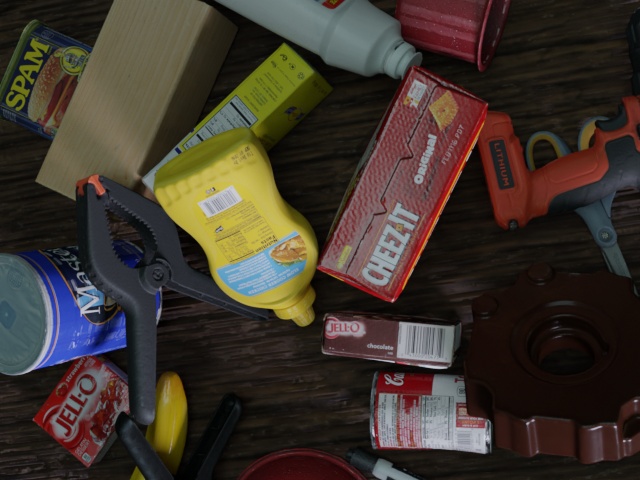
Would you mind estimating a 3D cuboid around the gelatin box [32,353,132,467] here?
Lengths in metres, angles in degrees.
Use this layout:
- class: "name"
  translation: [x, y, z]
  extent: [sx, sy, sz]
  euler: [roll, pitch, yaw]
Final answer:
- class: "gelatin box"
  translation: [-0.218, 0.157, 1.011]
  extent: [0.073, 0.030, 0.089]
  euler: [38, 95, 11]

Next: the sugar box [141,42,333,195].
- class: "sugar box"
  translation: [-0.072, -0.096, 0.959]
  extent: [0.176, 0.093, 0.048]
  euler: [-45, 80, 8]

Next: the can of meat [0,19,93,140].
- class: "can of meat"
  translation: [-0.250, -0.146, 1.017]
  extent: [0.084, 0.057, 0.102]
  euler: [25, 93, 9]

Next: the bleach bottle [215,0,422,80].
- class: "bleach bottle"
  translation: [-0.017, -0.211, 0.928]
  extent: [0.251, 0.102, 0.068]
  euler: [34, 127, 20]

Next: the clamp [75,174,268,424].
- class: "clamp"
  translation: [-0.151, 0.041, 0.919]
  extent: [0.210, 0.036, 0.164]
  euler: [53, 55, -18]

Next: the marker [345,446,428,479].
- class: "marker"
  translation: [0.079, 0.215, 0.953]
  extent: [0.121, 0.020, 0.020]
  euler: [24, 93, 12]

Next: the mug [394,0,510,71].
- class: "mug"
  translation: [0.114, -0.208, 0.917]
  extent: [0.081, 0.117, 0.093]
  euler: [18, 60, 16]

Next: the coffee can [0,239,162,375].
- class: "coffee can"
  translation: [-0.225, 0.056, 0.947]
  extent: [0.103, 0.140, 0.103]
  euler: [4, 97, 33]

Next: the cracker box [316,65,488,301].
- class: "cracker box"
  translation: [0.062, -0.042, 0.867]
  extent: [0.072, 0.213, 0.164]
  euler: [25, 92, 0]

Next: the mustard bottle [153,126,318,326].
- class: "mustard bottle"
  translation: [-0.056, 0.001, 0.920]
  extent: [0.096, 0.058, 0.191]
  euler: [-27, 118, 9]

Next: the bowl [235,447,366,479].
- class: "bowl"
  translation: [-0.021, 0.270, 0.954]
  extent: [0.162, 0.055, 0.162]
  euler: [0, 88, 12]

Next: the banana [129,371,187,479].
- class: "banana"
  translation: [-0.166, 0.218, 0.982]
  extent: [0.037, 0.069, 0.198]
  euler: [24, 81, 43]

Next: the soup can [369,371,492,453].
- class: "soup can"
  translation: [0.098, 0.150, 0.927]
  extent: [0.102, 0.068, 0.068]
  euler: [1, 88, 11]

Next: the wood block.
- class: "wood block"
  translation: [-0.166, -0.127, 0.982]
  extent: [0.091, 0.090, 0.206]
  euler: [25, 93, 12]

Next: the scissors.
- class: "scissors"
  translation: [0.258, -0.022, 0.926]
  extent: [0.096, 0.016, 0.202]
  euler: [-38, 81, 8]

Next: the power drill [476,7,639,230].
- class: "power drill"
  translation: [0.226, -0.093, 0.898]
  extent: [0.188, 0.057, 0.184]
  euler: [-12, 84, 10]

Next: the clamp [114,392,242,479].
- class: "clamp"
  translation: [-0.119, 0.219, 0.969]
  extent: [0.120, 0.039, 0.171]
  euler: [-13, 109, -24]

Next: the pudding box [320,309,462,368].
- class: "pudding box"
  translation: [0.063, 0.083, 0.925]
  extent: [0.113, 0.090, 0.039]
  euler: [7, 91, 11]
